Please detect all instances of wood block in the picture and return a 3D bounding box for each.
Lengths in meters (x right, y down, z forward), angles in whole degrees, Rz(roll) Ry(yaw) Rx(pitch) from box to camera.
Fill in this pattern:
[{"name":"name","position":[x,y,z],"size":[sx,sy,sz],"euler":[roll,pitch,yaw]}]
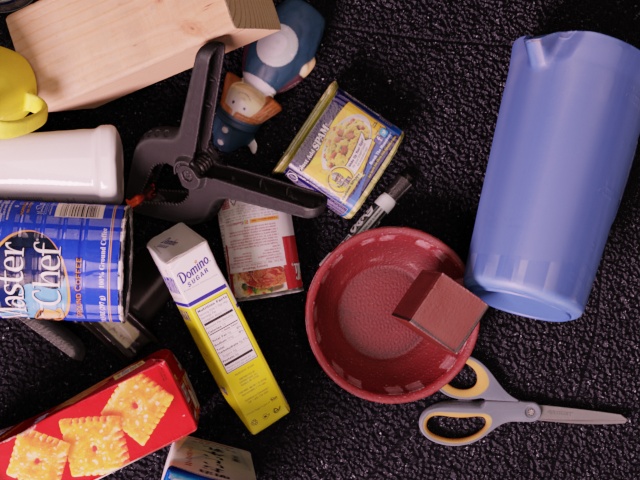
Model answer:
[{"name":"wood block","position":[-0.153,-0.186,0.915],"size":[0.206,0.090,0.090],"euler":[-18,91,25]}]

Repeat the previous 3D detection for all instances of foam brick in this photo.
[{"name":"foam brick","position":[0.103,0.061,0.930],"size":[0.053,0.078,0.051],"euler":[34,86,-7]}]

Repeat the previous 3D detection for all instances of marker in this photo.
[{"name":"marker","position":[0.045,-0.017,1.012],"size":[0.020,0.020,0.121],"euler":[41,86,-4]}]

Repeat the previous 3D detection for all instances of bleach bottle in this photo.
[{"name":"bleach bottle","position":[-0.302,-0.062,0.937],"size":[0.250,0.102,0.068],"euler":[-1,85,-6]}]

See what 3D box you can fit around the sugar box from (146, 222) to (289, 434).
[{"name":"sugar box","position":[-0.091,0.076,0.935],"size":[0.048,0.093,0.176],"euler":[-31,109,-12]}]

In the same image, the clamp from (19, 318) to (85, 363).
[{"name":"clamp","position":[-0.285,0.055,0.969],"size":[0.120,0.039,0.171],"euler":[-13,90,-8]}]

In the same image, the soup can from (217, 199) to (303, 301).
[{"name":"soup can","position":[-0.056,0.001,0.978],"size":[0.068,0.068,0.102],"euler":[-9,89,-6]}]

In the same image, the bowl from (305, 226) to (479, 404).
[{"name":"bowl","position":[0.064,0.068,0.994],"size":[0.162,0.055,0.162],"euler":[0,89,-6]}]

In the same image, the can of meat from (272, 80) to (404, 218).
[{"name":"can of meat","position":[0.018,-0.082,0.992],"size":[0.084,0.057,0.102],"euler":[34,86,-6]}]

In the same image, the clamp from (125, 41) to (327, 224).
[{"name":"clamp","position":[-0.096,-0.058,0.920],"size":[0.164,0.210,0.036],"euler":[52,47,-7]}]

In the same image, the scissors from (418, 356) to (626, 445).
[{"name":"scissors","position":[0.190,0.146,1.024],"size":[0.201,0.016,0.096],"euler":[-10,90,-6]}]

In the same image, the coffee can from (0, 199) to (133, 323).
[{"name":"coffee can","position":[-0.234,0.017,0.908],"size":[0.140,0.103,0.103],"euler":[3,89,-6]}]

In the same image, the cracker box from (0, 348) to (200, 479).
[{"name":"cracker box","position":[-0.212,0.169,0.912],"size":[0.213,0.164,0.072],"euler":[-25,90,-6]}]

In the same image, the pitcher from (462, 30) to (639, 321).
[{"name":"pitcher","position":[0.216,-0.052,0.960],"size":[0.149,0.145,0.243],"euler":[17,79,0]}]
